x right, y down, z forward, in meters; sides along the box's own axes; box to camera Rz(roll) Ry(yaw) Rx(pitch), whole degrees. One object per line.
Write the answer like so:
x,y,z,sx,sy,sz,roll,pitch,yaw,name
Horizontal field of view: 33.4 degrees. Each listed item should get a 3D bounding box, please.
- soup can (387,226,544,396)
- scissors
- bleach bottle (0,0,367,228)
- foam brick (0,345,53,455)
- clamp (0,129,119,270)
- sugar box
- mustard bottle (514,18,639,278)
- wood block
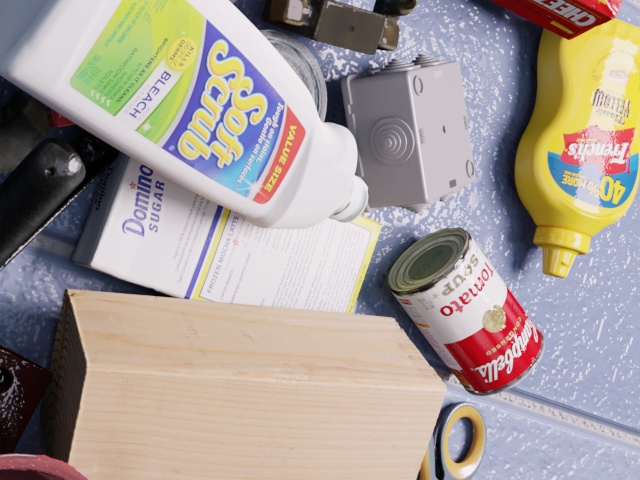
0.101,0.049,0.741,0.068,0.069,0.102,-46,113,-20,soup can
0.094,0.204,0.777,0.096,0.016,0.202,-21,104,-28,scissors
-0.052,-0.075,0.566,0.250,0.068,0.102,30,99,-45,bleach bottle
-0.191,0.092,0.580,0.053,0.051,0.078,31,77,-29,foam brick
-0.182,0.014,0.552,0.210,0.164,0.036,-43,98,9,clamp
-0.054,0.001,0.660,0.176,0.048,0.093,23,82,-26,sugar box
0.194,-0.067,0.794,0.096,0.058,0.191,15,86,-22,mustard bottle
-0.046,0.094,0.614,0.205,0.090,0.091,6,113,-23,wood block
